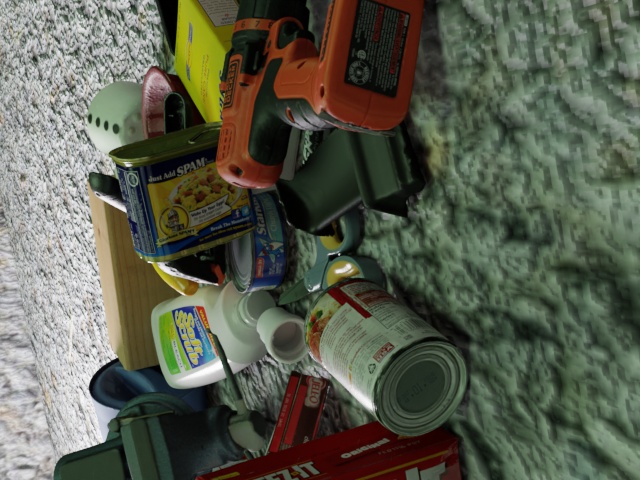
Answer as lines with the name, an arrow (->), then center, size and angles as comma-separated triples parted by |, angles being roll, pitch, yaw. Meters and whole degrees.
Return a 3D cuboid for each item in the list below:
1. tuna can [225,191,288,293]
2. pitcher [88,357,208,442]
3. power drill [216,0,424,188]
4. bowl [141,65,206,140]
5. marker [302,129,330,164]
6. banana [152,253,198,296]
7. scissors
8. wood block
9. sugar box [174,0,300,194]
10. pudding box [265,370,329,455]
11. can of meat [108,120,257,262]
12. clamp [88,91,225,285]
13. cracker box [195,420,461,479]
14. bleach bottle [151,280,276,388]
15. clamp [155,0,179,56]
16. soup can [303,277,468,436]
tuna can -> -0.056, 0.001, 0.915 | 0.086, 0.033, 0.086 | 175, 90, -71
pitcher -> -0.189, 0.253, 1.268 | 0.145, 0.149, 0.243 | 10, 119, 29
power drill -> -0.005, -0.128, 0.678 | 0.188, 0.057, 0.184 | -3, 79, 64
bowl -> -0.119, -0.087, 1.004 | 0.162, 0.055, 0.162 | 168, 90, -68
marker -> -0.003, -0.073, 0.780 | 0.020, 0.020, 0.121 | -124, 31, -43
banana -> -0.140, 0.014, 1.051 | 0.069, 0.037, 0.198 | 39, -178, -5
scissors -> -0.003, 0.012, 0.831 | 0.202, 0.016, 0.096 | -175, 76, -67
wood block -> -0.202, 0.032, 1.220 | 0.091, 0.090, 0.206 | -143, 45, -60
sugar box -> -0.071, -0.130, 0.881 | 0.093, 0.048, 0.176 | 100, 150, -43
pudding box -> -0.025, 0.177, 0.886 | 0.114, 0.039, 0.090 | 105, -178, -46
can of meat -> -0.102, -0.038, 0.821 | 0.058, 0.102, 0.084 | 23, 128, 58
clamp -> -0.118, -0.036, 0.897 | 0.039, 0.120, 0.171 | 16, 150, 36
cracker box -> 0.020, 0.240, 0.699 | 0.072, 0.164, 0.214 | 17, 117, 63
bleach bottle -> -0.100, 0.081, 1.040 | 0.251, 0.068, 0.102 | 145, 114, -63
clamp -> -0.157, -0.277, 1.020 | 0.210, 0.036, 0.165 | -130, 35, -52
soup can -> 0.041, 0.073, 0.690 | 0.102, 0.068, 0.068 | 37, 135, 57
